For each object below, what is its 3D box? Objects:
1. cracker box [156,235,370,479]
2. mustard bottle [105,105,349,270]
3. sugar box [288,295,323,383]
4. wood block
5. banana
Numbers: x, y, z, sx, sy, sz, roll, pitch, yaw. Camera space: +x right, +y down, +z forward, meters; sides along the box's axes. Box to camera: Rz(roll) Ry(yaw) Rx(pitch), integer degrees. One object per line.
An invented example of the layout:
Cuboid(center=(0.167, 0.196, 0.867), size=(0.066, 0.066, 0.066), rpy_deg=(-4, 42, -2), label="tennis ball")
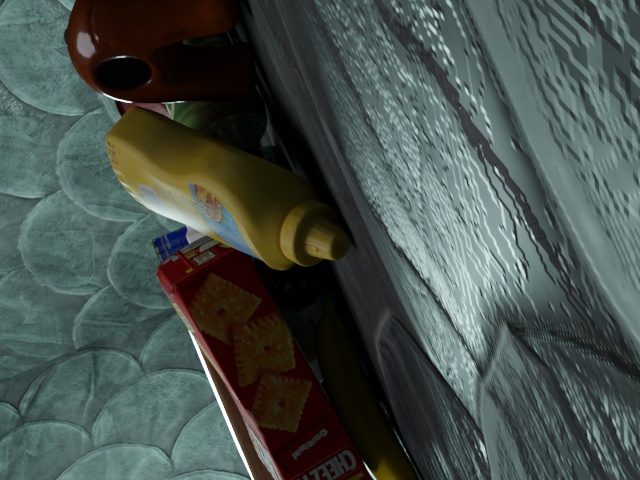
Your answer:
Cuboid(center=(-0.055, 0.104, 0.895), size=(0.213, 0.072, 0.164), rpy_deg=(62, 171, -10), label="cracker box")
Cuboid(center=(-0.056, -0.027, 0.704), size=(0.192, 0.058, 0.096), rpy_deg=(25, 158, 39), label="mustard bottle")
Cuboid(center=(-0.005, 0.114, 1.113), size=(0.176, 0.048, 0.093), rpy_deg=(99, 148, -72), label="sugar box")
Cuboid(center=(-0.059, 0.146, 1.065), size=(0.091, 0.090, 0.206), rpy_deg=(-127, 17, -59), label="wood block")
Cuboid(center=(0.034, 0.140, 0.879), size=(0.069, 0.037, 0.198), rpy_deg=(80, 165, -66), label="banana")
